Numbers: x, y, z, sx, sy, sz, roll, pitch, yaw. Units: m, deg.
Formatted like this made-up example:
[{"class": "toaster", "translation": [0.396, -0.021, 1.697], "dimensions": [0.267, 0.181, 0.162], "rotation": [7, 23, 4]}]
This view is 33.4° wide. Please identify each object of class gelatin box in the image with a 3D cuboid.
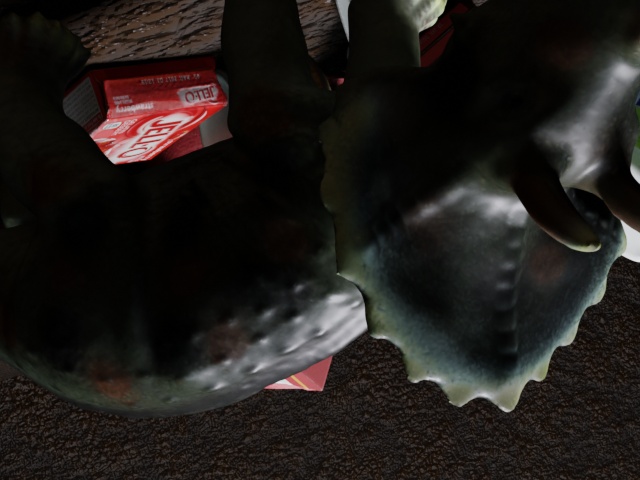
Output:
[{"class": "gelatin box", "translation": [-0.102, -0.063, 0.557], "dimensions": [0.073, 0.030, 0.089], "rotation": [-14, 174, -40]}]
